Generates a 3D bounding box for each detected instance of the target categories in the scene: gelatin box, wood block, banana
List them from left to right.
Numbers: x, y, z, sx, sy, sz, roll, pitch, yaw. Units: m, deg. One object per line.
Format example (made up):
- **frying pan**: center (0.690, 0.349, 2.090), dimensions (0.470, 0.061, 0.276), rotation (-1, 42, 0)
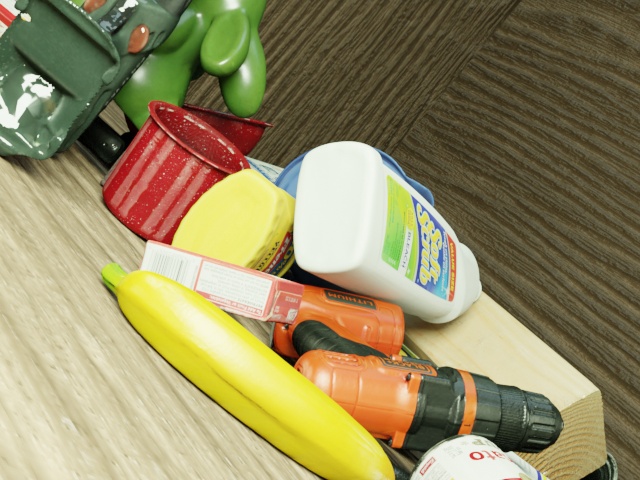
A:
- **gelatin box**: center (-0.061, 0.028, 0.669), dimensions (0.089, 0.030, 0.073), rotation (16, -3, 12)
- **banana**: center (-0.033, 0.072, 0.553), dimensions (0.198, 0.037, 0.069), rotation (40, 4, -6)
- **wood block**: center (0.150, 0.126, 0.945), dimensions (0.206, 0.090, 0.091), rotation (45, -25, 52)

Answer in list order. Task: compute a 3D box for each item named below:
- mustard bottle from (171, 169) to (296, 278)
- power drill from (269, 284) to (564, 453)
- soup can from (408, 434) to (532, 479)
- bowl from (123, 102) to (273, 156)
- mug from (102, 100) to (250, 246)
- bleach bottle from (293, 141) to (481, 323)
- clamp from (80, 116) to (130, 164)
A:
- **mustard bottle**: center (-0.055, 0.001, 0.827), dimensions (0.058, 0.096, 0.191), rotation (37, 2, 9)
- **power drill**: center (0.051, 0.088, 0.731), dimensions (0.184, 0.057, 0.188), rotation (14, 7, -19)
- **soup can**: center (0.099, 0.162, 0.596), dimensions (0.068, 0.068, 0.102), rotation (39, 2, -31)
- **bowl**: center (-0.131, -0.109, 1.076), dimensions (0.162, 0.055, 0.162), rotation (13, 5, -1)
- **mug**: center (-0.112, -0.050, 0.830), dimensions (0.093, 0.081, 0.117), rotation (37, 15, -1)
- **bleach bottle**: center (0.071, 0.006, 0.869), dimensions (0.068, 0.102, 0.250), rotation (-2, -15, 31)
- **clamp**: center (-0.230, -0.118, 1.034), dimensions (0.210, 0.036, 0.164), rotation (41, -3, 22)
